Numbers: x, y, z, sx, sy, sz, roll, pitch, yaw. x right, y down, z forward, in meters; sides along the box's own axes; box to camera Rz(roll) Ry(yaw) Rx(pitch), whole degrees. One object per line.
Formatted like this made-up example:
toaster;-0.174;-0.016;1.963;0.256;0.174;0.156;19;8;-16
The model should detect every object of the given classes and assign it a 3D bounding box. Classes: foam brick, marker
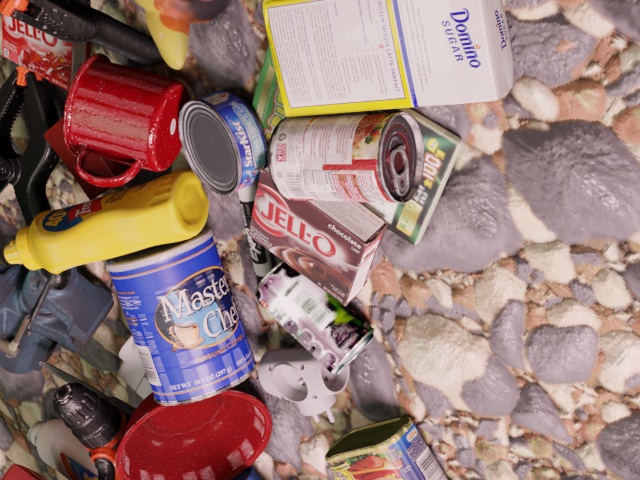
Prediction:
foam brick;-0.210;-0.089;1.005;0.053;0.051;0.078;-28;99;43
marker;-0.056;0.001;0.968;0.020;0.020;0.121;9;122;33

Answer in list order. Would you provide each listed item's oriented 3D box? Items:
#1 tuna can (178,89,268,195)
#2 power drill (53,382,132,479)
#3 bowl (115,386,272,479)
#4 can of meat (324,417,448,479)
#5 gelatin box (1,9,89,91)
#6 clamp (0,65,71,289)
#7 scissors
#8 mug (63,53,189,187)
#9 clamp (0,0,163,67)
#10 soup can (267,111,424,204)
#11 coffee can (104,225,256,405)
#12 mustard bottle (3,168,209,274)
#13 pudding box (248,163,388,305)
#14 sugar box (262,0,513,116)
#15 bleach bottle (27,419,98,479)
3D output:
tuna can;-0.083;-0.084;0.909;0.086;0.033;0.086;34;138;37
power drill;-0.218;0.256;1.081;0.057;0.187;0.184;-16;138;17
bowl;-0.133;0.188;1.083;0.055;0.161;0.162;-117;31;-43
can of meat;0.063;0.216;0.991;0.102;0.057;0.084;-24;98;43
gelatin box;-0.256;-0.190;0.989;0.089;0.030;0.073;29;131;19
clamp;-0.309;-0.066;1.046;0.165;0.036;0.210;9;98;22
scissors;-0.220;0.193;1.174;0.201;0.016;0.096;24;144;-3
mug;-0.169;-0.098;0.922;0.081;0.117;0.093;16;154;11
clamp;-0.213;-0.193;0.878;0.120;0.171;0.039;33;100;21
soup can;0.019;-0.063;0.814;0.102;0.068;0.068;3;119;33
coffee can;-0.129;0.068;0.997;0.103;0.102;0.140;-8;105;40
mustard bottle;-0.202;-0.011;0.971;0.192;0.096;0.058;-16;109;15
pudding box;-0.005;-0.010;0.898;0.113;0.039;0.090;34;145;14
sugar box;0.047;-0.144;0.773;0.176;0.048;0.093;0;114;30
bleach bottle;-0.250;0.279;1.264;0.251;0.068;0.102;19;136;31
